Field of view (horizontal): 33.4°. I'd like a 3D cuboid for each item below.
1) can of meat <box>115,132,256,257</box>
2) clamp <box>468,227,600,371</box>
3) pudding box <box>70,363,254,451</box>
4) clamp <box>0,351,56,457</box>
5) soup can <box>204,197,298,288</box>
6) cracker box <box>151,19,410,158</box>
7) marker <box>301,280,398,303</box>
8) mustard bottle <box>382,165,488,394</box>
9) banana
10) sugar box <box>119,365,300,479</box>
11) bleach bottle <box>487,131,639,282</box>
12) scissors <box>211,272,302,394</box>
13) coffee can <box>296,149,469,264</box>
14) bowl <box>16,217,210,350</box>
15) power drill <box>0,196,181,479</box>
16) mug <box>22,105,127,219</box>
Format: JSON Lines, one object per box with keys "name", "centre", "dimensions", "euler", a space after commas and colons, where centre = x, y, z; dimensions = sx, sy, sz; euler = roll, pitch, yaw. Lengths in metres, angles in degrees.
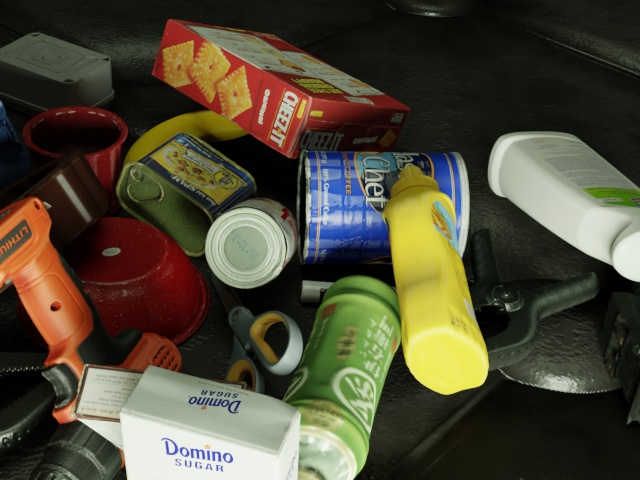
{"name": "can of meat", "centre": [-0.121, -0.046, 0.977], "dimensions": [0.102, 0.058, 0.083], "euler": [35, 40, 8]}
{"name": "clamp", "centre": [0.165, 0.058, 0.900], "dimensions": [0.120, 0.039, 0.171], "euler": [13, 43, 19]}
{"name": "pudding box", "centre": [-0.086, 0.114, 0.673], "dimensions": [0.114, 0.090, 0.039], "euler": [2, 62, 19]}
{"name": "clamp", "centre": [-0.275, 0.122, 0.761], "dimensions": [0.209, 0.036, 0.165], "euler": [-23, 45, -27]}
{"name": "soup can", "centre": [-0.056, 0.001, 0.891], "dimensions": [0.068, 0.068, 0.102], "euler": [7, 6, 3]}
{"name": "cracker box", "centre": [-0.042, -0.152, 1.099], "dimensions": [0.214, 0.072, 0.163], "euler": [34, 23, 33]}
{"name": "marker", "centre": [0.044, 0.047, 0.916], "dimensions": [0.121, 0.020, 0.020], "euler": [4, 36, -2]}
{"name": "mustard bottle", "centre": [0.084, 0.017, 0.836], "dimensions": [0.058, 0.096, 0.191], "euler": [-19, 50, 16]}
{"name": "banana", "centre": [-0.141, -0.092, 1.074], "dimensions": [0.069, 0.037, 0.197], "euler": [43, 46, 0]}
{"name": "sugar box", "centre": [-0.062, 0.156, 0.620], "dimensions": [0.093, 0.176, 0.048], "euler": [14, 37, 12]}
{"name": "bleach bottle", "centre": [0.245, -0.027, 0.963], "dimensions": [0.102, 0.068, 0.251], "euler": [-3, 26, -14]}
{"name": "scissors", "centre": [-0.069, 0.082, 0.846], "dimensions": [0.016, 0.096, 0.202], "euler": [27, -5, -26]}
{"name": "coffee can", "centre": [0.052, -0.029, 0.950], "dimensions": [0.140, 0.103, 0.103], "euler": [1, 36, -6]}
{"name": "bowl", "centre": [-0.172, 0.029, 0.886], "dimensions": [0.162, 0.055, 0.162], "euler": [3, 37, -2]}
{"name": "power drill", "centre": [-0.187, 0.080, 0.721], "dimensions": [0.057, 0.187, 0.184], "euler": [-19, 23, 31]}
{"name": "mug", "centre": [-0.223, -0.060, 0.977], "dimensions": [0.093, 0.081, 0.117], "euler": [1, 36, -6]}
